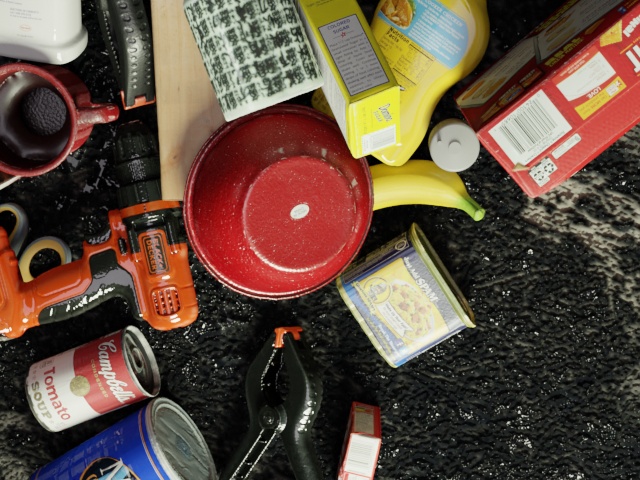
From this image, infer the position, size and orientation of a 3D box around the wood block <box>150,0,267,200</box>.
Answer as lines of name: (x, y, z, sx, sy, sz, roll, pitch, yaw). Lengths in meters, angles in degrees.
wood block: (-0.085, -0.143, 0.885, 0.090, 0.091, 0.206, -1, 103, 4)

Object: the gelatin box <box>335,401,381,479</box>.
gelatin box: (0.032, 0.201, 0.964, 0.030, 0.073, 0.089, 12, 104, 0)

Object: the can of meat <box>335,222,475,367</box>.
can of meat: (0.074, 0.050, 0.936, 0.084, 0.057, 0.102, -32, 99, 12)

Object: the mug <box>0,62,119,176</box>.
mug: (-0.229, -0.108, 0.908, 0.117, 0.081, 0.093, -5, 102, 5)

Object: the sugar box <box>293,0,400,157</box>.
sugar box: (0.010, -0.160, 0.832, 0.048, 0.093, 0.176, -19, 68, -4)

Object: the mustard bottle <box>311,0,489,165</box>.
mustard bottle: (0.083, -0.163, 0.883, 0.096, 0.058, 0.192, 39, 103, 13)

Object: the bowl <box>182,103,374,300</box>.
bowl: (-0.024, -0.025, 0.841, 0.162, 0.055, 0.162, -4, 103, -18)

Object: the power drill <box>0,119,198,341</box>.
power drill: (-0.211, 0.002, 0.929, 0.187, 0.057, 0.184, -13, 88, 2)

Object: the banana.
banana: (0.038, -0.032, 0.917, 0.198, 0.069, 0.037, -12, 134, 11)

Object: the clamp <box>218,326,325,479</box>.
clamp: (-0.044, 0.164, 0.966, 0.120, 0.039, 0.171, -4, 82, 28)

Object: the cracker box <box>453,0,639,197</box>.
cracker box: (0.191, -0.124, 0.806, 0.164, 0.213, 0.072, -39, 99, 11)

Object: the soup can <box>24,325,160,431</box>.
soup can: (-0.206, 0.126, 0.967, 0.102, 0.068, 0.068, -21, 101, 9)

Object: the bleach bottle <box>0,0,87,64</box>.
bleach bottle: (-0.236, -0.270, 0.839, 0.102, 0.068, 0.251, 10, 123, 3)

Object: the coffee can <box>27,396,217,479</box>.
coffee can: (-0.179, 0.220, 0.969, 0.140, 0.102, 0.103, -31, 99, 10)

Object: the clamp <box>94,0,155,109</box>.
clamp: (-0.171, -0.213, 0.875, 0.036, 0.165, 0.210, -17, 125, -18)

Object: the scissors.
scissors: (-0.290, 0.065, 0.986, 0.096, 0.016, 0.202, 16, 104, 0)
